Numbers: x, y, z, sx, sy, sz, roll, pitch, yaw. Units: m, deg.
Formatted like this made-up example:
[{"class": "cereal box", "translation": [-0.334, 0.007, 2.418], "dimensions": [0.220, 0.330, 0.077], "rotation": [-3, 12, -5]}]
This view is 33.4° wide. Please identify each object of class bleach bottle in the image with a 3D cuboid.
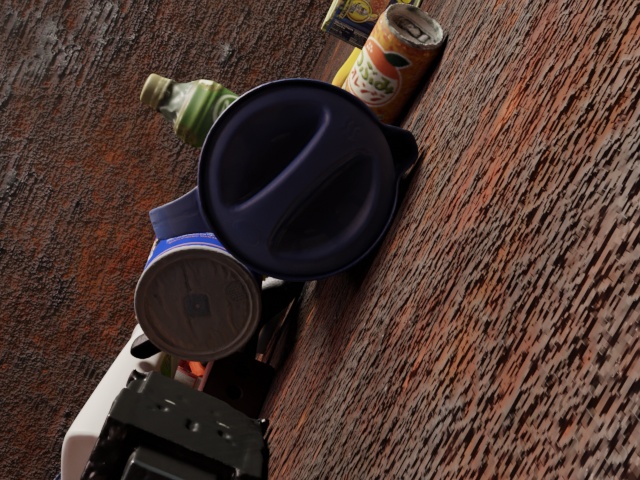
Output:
[{"class": "bleach bottle", "translation": [-0.188, 0.159, 1.091], "dimensions": [0.250, 0.068, 0.103], "rotation": [-70, -11, -61]}]

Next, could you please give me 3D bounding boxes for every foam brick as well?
[{"class": "foam brick", "translation": [-0.080, 0.138, 0.907], "dimensions": [0.051, 0.053, 0.078], "rotation": [124, 169, -53]}]

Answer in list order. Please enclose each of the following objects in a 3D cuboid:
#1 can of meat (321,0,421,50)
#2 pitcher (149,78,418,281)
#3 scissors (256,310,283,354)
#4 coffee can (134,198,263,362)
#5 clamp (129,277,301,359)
[{"class": "can of meat", "translation": [0.058, -0.251, 1.145], "dimensions": [0.102, 0.084, 0.057], "rotation": [-67, 7, -23]}, {"class": "pitcher", "translation": [-0.028, -0.043, 0.810], "dimensions": [0.145, 0.149, 0.243], "rotation": [-64, 3, 2]}, {"class": "scissors", "translation": [-0.027, 0.024, 1.080], "dimensions": [0.201, 0.016, 0.096], "rotation": [-66, 7, -17]}, {"class": "coffee can", "translation": [-0.099, 0.027, 0.921], "dimensions": [0.103, 0.102, 0.140], "rotation": [-62, 11, 20]}, {"class": "clamp", "translation": [-0.073, 0.067, 1.011], "dimensions": [0.210, 0.036, 0.165], "rotation": [-50, 48, -5]}]
